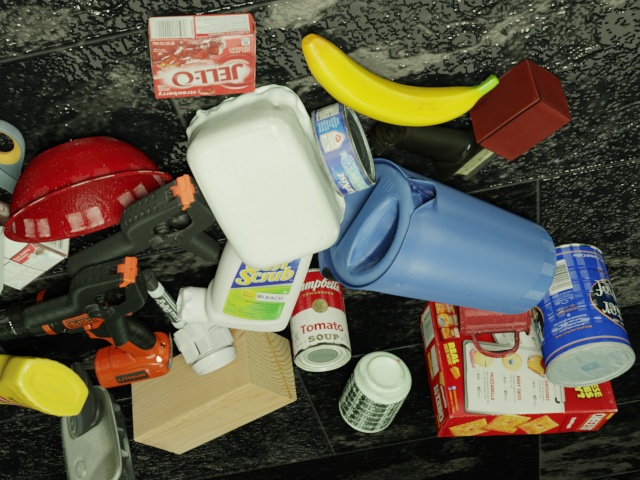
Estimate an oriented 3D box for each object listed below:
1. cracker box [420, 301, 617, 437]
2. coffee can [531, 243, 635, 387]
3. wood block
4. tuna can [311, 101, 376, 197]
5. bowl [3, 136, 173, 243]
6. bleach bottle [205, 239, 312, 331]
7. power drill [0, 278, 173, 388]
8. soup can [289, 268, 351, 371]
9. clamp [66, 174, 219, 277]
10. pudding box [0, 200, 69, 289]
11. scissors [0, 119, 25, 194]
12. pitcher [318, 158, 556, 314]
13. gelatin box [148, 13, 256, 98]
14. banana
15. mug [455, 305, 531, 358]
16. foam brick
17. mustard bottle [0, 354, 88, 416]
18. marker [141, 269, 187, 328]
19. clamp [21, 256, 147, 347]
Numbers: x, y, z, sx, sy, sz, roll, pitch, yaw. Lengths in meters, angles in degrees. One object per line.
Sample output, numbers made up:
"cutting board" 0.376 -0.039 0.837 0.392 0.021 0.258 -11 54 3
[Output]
"cracker box" 0.241 0.156 1.335 0.213 0.164 0.072 0 148 -11
"coffee can" 0.303 0.089 1.267 0.102 0.140 0.103 -6 147 -4
"wood block" -0.141 0.193 1.378 0.206 0.091 0.090 -29 142 29
"tuna can" 0.022 -0.086 0.993 0.034 0.086 0.086 -18 146 13
"bowl" -0.221 -0.053 0.990 0.162 0.055 0.162 -20 170 -4
"bleach bottle" -0.057 0.001 1.132 0.102 0.068 0.251 9 141 -8
"power drill" -0.271 0.112 1.258 0.184 0.057 0.187 -13 148 13
"soup can" -0.003 0.093 1.244 0.068 0.102 0.068 -5 147 -4
"clamp" -0.167 -0.009 1.058 0.164 0.036 0.210 -10 164 -17
"pudding box" -0.330 0.003 1.098 0.090 0.039 0.113 -30 138 34
"scissors" -0.281 -0.061 1.032 0.096 0.016 0.201 -30 141 30
"pitcher" 0.126 0.010 1.131 0.242 0.149 0.145 15 99 -36
"gelatin box" -0.100 -0.157 0.910 0.089 0.030 0.073 -3 147 -6
"banana" 0.064 -0.140 0.970 0.197 0.037 0.070 7 119 -25
"mug" 0.203 0.081 1.263 0.081 0.117 0.093 -5 166 4
"foam brick" 0.186 -0.122 1.002 0.051 0.053 0.078 21 138 -36
"mustard bottle" -0.368 0.169 1.283 0.192 0.058 0.096 -1 152 46
"marker" -0.184 0.068 1.245 0.020 0.020 0.121 -13 147 8
"clamp" -0.240 0.063 1.111 0.120 0.039 0.172 5 148 -23
